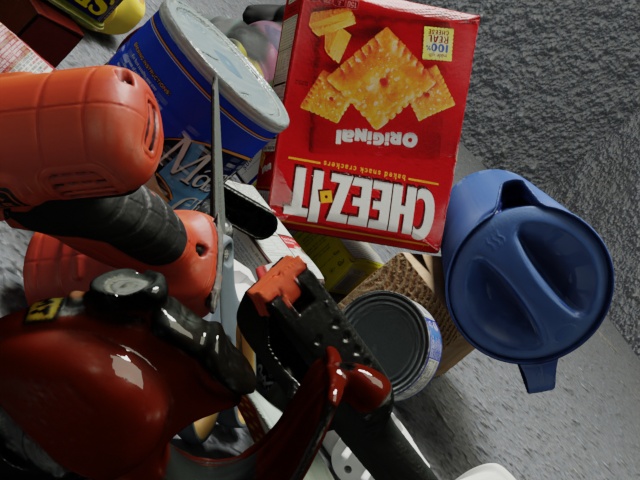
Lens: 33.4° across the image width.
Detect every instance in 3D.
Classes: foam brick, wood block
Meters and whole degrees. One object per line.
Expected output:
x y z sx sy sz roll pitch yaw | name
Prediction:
-0.218 -0.161 0.761 0.078 0.051 0.053 54 16 23 | foam brick
0.096 0.074 1.002 0.091 0.090 0.205 52 13 14 | wood block

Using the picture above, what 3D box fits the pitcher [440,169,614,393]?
0.169 0.019 0.955 0.145 0.149 0.243 32 13 -6 | pitcher

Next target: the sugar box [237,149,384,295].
-0.013 -0.025 1.038 0.176 0.048 0.093 50 14 22 | sugar box

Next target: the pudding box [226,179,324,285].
-0.055 0.001 0.846 0.113 0.039 0.090 51 15 19 | pudding box

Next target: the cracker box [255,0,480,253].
0.039 -0.106 0.938 0.164 0.214 0.072 9 1 -14 | cracker box

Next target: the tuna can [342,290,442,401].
0.052 0.084 0.847 0.086 0.086 0.033 56 14 28 | tuna can

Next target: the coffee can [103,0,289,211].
-0.104 -0.060 0.645 0.102 0.140 0.103 45 14 -15 | coffee can

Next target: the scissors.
-0.062 0.022 0.576 0.096 0.016 0.202 -51 139 -59 | scissors

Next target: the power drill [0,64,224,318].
-0.133 -0.011 0.460 0.187 0.184 0.057 52 38 -67 | power drill

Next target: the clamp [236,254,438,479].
0.013 0.085 0.549 0.165 0.036 0.210 34 -22 29 | clamp
